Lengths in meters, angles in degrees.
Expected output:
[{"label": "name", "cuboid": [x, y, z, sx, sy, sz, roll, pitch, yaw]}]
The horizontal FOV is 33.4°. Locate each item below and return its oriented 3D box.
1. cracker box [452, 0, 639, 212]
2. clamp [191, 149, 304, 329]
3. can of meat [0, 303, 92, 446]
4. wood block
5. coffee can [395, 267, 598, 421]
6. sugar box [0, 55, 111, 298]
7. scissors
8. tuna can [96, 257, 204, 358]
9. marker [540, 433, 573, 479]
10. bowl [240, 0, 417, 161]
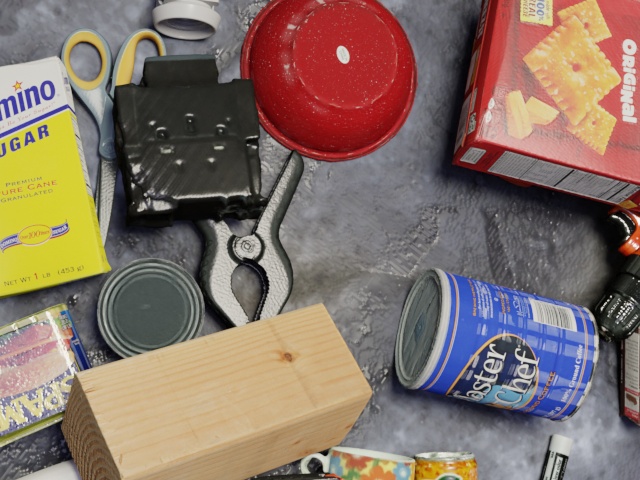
[{"label": "cracker box", "cuboid": [0.232, -0.123, 0.898, 0.213, 0.072, 0.164, 14, 75, -5]}, {"label": "clamp", "cuboid": [-0.056, 0.001, 0.892, 0.120, 0.039, 0.171, -14, 85, -10]}, {"label": "can of meat", "cuboid": [-0.227, 0.106, 0.828, 0.102, 0.057, 0.084, -22, 87, -16]}, {"label": "wood block", "cuboid": [-0.078, 0.129, 0.806, 0.205, 0.090, 0.091, -14, 59, -30]}, {"label": "coffee can", "cuboid": [0.146, 0.088, 0.899, 0.140, 0.103, 0.103, 14, 81, -13]}, {"label": "sugar box", "cuboid": [-0.231, -0.049, 0.844, 0.093, 0.048, 0.176, -13, 90, -5]}, {"label": "scissors", "cuboid": [-0.189, -0.090, 0.879, 0.096, 0.016, 0.201, 22, 79, -9]}, {"label": "tuna can", "cuboid": [-0.139, 0.058, 0.867, 0.086, 0.034, 0.086, 1, 84, -14]}, {"label": "marker", "cuboid": [0.199, 0.231, 0.940, 0.020, 0.020, 0.121, 20, 80, -12]}, {"label": "bowl", "cuboid": [0.015, -0.152, 0.917, 0.162, 0.055, 0.162, 2, 83, -14]}]
